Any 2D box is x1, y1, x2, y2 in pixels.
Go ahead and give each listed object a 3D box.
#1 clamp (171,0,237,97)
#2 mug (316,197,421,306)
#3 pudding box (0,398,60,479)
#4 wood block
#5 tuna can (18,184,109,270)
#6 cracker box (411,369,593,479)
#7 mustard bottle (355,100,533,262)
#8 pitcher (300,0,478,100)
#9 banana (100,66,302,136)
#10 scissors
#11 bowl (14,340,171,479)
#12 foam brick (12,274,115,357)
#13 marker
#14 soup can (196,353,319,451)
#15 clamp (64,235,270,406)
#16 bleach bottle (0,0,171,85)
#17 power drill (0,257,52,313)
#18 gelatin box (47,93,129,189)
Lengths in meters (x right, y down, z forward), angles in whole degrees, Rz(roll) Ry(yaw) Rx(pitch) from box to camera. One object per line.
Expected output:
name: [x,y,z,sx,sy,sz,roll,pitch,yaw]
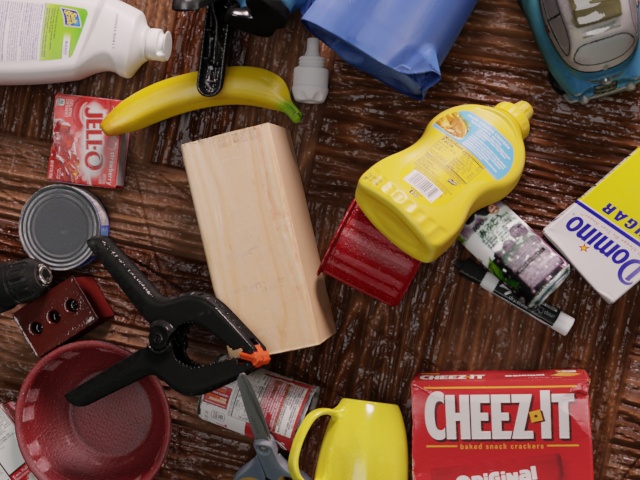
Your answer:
clamp: [-0.096,-0.233,0.992,0.039,0.120,0.171,7,65,7]
mug: [0.058,0.001,1.002,0.081,0.093,0.117,27,59,3]
pudding box: [-0.319,0.233,1.090,0.090,0.039,0.113,-39,83,9]
wood block: [-0.057,0.001,1.012,0.090,0.090,0.206,-13,90,11]
tuna can: [-0.257,-0.013,1.074,0.086,0.033,0.086,0,92,9]
cracker box: [0.169,0.231,0.989,0.164,0.072,0.214,-2,90,9]
mustard bottle: [0.127,-0.069,0.964,0.096,0.058,0.191,42,64,17]
pitcher: [0.091,-0.264,0.970,0.149,0.145,0.243,32,93,-5]
banana: [-0.114,-0.138,1.033,0.198,0.069,0.037,-5,131,8]
scissors: [-0.066,0.198,1.004,0.096,0.016,0.201,-13,126,26]
bowl: [-0.218,0.177,1.062,0.162,0.055,0.162,0,92,10]
foam brick: [-0.256,0.075,1.067,0.078,0.051,0.053,-33,86,9]
marker: [0.182,0.052,1.009,0.121,0.020,0.020,30,96,8]
soup can: [-0.060,0.156,1.028,0.102,0.068,0.068,18,94,9]
clamp: [-0.147,0.098,0.985,0.210,0.036,0.164,17,96,24]
bleach bottle: [-0.273,-0.194,1.059,0.251,0.068,0.102,6,93,7]
power drill: [-0.358,-0.012,1.064,0.185,0.057,0.187,-15,86,24]
gelatin box: [-0.231,-0.099,1.069,0.073,0.030,0.089,7,93,9]
